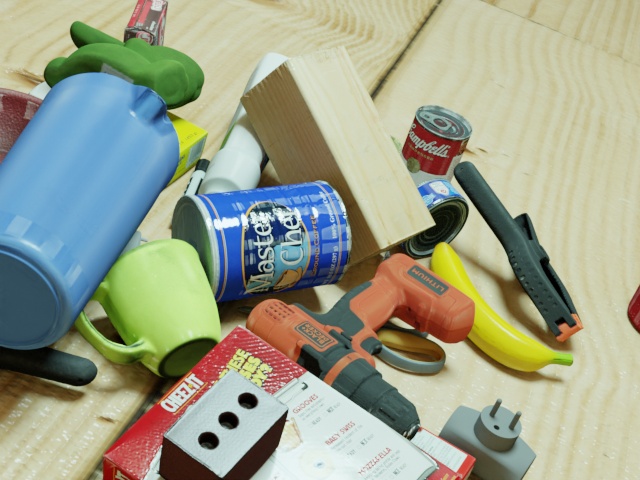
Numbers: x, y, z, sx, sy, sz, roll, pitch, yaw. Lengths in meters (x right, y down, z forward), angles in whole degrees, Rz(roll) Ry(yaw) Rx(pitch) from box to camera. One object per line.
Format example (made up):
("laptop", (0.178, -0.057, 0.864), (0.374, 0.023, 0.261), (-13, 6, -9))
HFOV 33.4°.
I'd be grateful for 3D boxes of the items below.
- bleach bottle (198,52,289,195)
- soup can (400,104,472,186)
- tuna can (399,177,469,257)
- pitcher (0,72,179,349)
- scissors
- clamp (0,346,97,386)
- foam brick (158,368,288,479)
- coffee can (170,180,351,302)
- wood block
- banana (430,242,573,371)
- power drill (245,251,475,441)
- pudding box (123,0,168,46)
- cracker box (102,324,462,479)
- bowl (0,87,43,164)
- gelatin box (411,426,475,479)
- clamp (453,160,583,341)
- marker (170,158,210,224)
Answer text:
("bleach bottle", (-0.080, -0.098, 1.152), (0.068, 0.103, 0.250), (25, 43, -4))
("soup can", (0.125, -0.095, 1.224), (0.068, 0.102, 0.068), (13, 36, -10))
("tuna can", (0.116, -0.023, 1.139), (0.085, 0.086, 0.034), (-10, 47, -35))
("pitcher", (-0.217, -0.020, 0.872), (0.145, 0.149, 0.242), (7, 36, 8))
("scissors", (0.027, 0.074, 1.028), (0.202, 0.016, 0.096), (20, 34, 1))
("clamp", (-0.273, 0.074, 0.867), (0.171, 0.039, 0.120), (6, 26, -24))
("foam brick", (-0.067, 0.138, 0.738), (0.053, 0.051, 0.078), (31, 47, 17))
("coffee can", (-0.057, 0.001, 1.000), (0.140, 0.103, 0.103), (-8, 43, -27))
("wood block", (0.016, -0.081, 1.083), (0.090, 0.091, 0.206), (-23, 85, -44))
("banana", (0.163, 0.072, 1.079), (0.069, 0.037, 0.198), (-6, 42, -44))
("power drill", (0.055, 0.089, 0.947), (0.185, 0.057, 0.187), (36, 39, 28))
("pudding box", (-0.201, -0.207, 1.209), (0.039, 0.114, 0.090), (12, 36, -5))
("cracker box", (-0.029, 0.184, 0.792), (0.214, 0.072, 0.164), (32, 47, 17))
("bowl", (-0.319, -0.086, 1.041), (0.162, 0.055, 0.162), (13, 36, -10))
("gelatin box", (0.073, 0.188, 0.884), (0.089, 0.030, 0.073), (28, 36, 16))
("clamp", (0.226, 0.019, 1.150), (0.164, 0.036, 0.210), (25, 33, -54))
("marker", (-0.133, -0.051, 1.114), (0.020, 0.020, 0.121), (18, 35, -3))
